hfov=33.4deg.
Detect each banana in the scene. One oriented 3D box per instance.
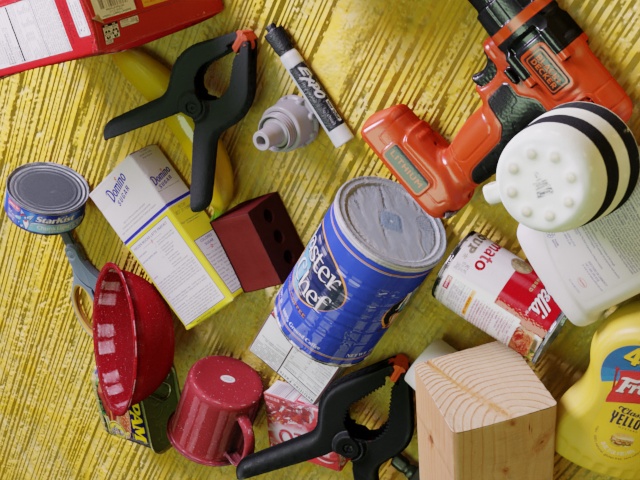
[{"bbox_3d":[-0.132,-0.105,1.015,0.070,0.037,0.198,-22,100,39],"label":"banana"}]

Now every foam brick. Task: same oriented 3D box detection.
[{"bbox_3d":[-0.057,0.001,1.010,0.051,0.052,0.078,-16,105,40],"label":"foam brick"}]

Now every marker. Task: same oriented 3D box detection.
[{"bbox_3d":[-0.011,-0.135,0.924,0.020,0.020,0.121,-29,96,42],"label":"marker"}]

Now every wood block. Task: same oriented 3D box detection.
[{"bbox_3d":[0.139,0.200,0.916,0.091,0.090,0.206,-119,18,-54],"label":"wood block"}]

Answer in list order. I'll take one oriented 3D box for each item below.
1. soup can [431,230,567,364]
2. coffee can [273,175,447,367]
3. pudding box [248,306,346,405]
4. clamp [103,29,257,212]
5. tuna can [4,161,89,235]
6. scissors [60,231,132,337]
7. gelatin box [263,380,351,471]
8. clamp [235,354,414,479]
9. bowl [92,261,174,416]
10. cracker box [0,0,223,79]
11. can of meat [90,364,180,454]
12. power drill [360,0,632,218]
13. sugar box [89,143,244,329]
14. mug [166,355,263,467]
[{"bbox_3d":[0.151,0.046,0.875,0.102,0.068,0.069,34,129,17],"label":"soup can"},{"bbox_3d":[0.032,0.028,0.927,0.103,0.102,0.140,41,131,10],"label":"coffee can"},{"bbox_3d":[-0.010,0.094,1.037,0.090,0.039,0.114,39,133,9],"label":"pudding box"},{"bbox_3d":[-0.106,-0.111,0.962,0.120,0.039,0.172,45,113,-6],"label":"clamp"},{"bbox_3d":[-0.290,-0.044,1.129,0.086,0.086,0.034,33,130,17],"label":"tuna can"},{"bbox_3d":[-0.258,0.022,1.189,0.096,0.016,0.202,8,119,31],"label":"scissors"},{"bbox_3d":[-0.013,0.191,1.097,0.089,0.030,0.073,13,121,30],"label":"gelatin box"},{"bbox_3d":[0.019,0.193,1.031,0.164,0.036,0.210,24,112,3],"label":"clamp"},{"bbox_3d":[-0.194,0.102,1.125,0.162,0.055,0.162,12,103,63],"label":"bowl"},{"bbox_3d":[-0.219,-0.196,0.943,0.214,0.163,0.072,-5,109,37],"label":"cracker box"},{"bbox_3d":[-0.208,0.183,1.215,0.084,0.057,0.102,10,119,34],"label":"can of meat"},{"bbox_3d":[0.116,-0.117,0.818,0.184,0.057,0.188,51,132,1],"label":"power drill"},{"bbox_3d":[-0.150,-0.003,1.080,0.094,0.048,0.176,-34,89,44],"label":"sugar box"},{"bbox_3d":[-0.102,0.182,1.110,0.117,0.093,0.082,52,134,40],"label":"mug"}]
